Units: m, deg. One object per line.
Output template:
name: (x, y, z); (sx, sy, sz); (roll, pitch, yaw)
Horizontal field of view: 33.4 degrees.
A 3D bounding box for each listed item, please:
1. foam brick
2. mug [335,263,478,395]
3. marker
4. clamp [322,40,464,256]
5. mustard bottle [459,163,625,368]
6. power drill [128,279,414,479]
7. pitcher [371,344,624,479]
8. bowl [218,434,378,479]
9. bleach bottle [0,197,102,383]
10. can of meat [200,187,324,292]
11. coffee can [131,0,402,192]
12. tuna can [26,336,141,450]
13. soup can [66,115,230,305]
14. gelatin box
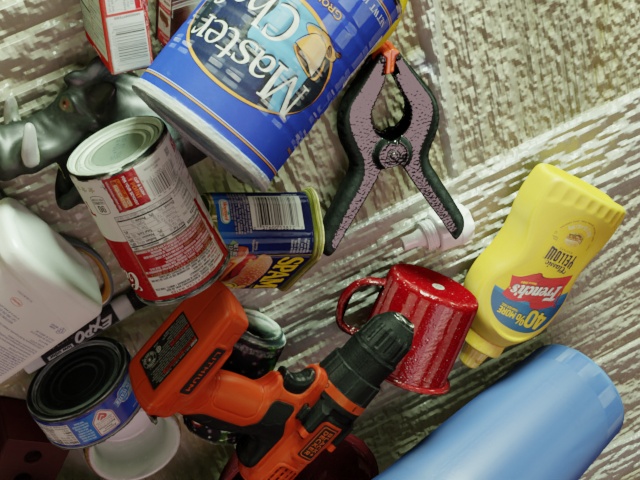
foam brick: (-0.235, 0.170, 0.826); (0.052, 0.051, 0.078); (15, 111, -33)
mug: (0.071, 0.067, 0.897); (0.117, 0.093, 0.081); (21, 105, -5)
marker: (-0.173, 0.063, 0.812); (0.121, 0.020, 0.020); (-30, 128, -6)
clamp: (0.044, -0.064, 0.823); (0.120, 0.039, 0.171); (-18, 114, -10)
mustard bottle: (0.179, 0.032, 0.939); (0.096, 0.058, 0.192); (20, 109, -33)
power drill: (-0.035, 0.100, 0.804); (0.184, 0.057, 0.187); (-49, 131, 7)
pitcher: (0.159, 0.207, 0.968); (0.242, 0.149, 0.145); (-35, 112, -28)
bowl: (-0.031, 0.217, 0.952); (0.162, 0.055, 0.162); (-12, 124, -19)
bleach bottle: (-0.277, 0.080, 0.733); (0.251, 0.068, 0.102); (-35, 133, 8)
can of meat: (-0.055, 0.001, 0.786); (0.083, 0.057, 0.102); (-1, 159, -23)
coffee can: (-0.032, -0.115, 0.653); (0.140, 0.103, 0.102); (-52, 128, -4)
tuna can: (-0.175, 0.113, 0.799); (0.086, 0.086, 0.033); (-30, 126, -7)
soup can: (-0.107, -0.019, 0.673); (0.068, 0.069, 0.102); (-28, 122, -8)
gelatin box: (-0.131, -0.158, 0.663); (0.030, 0.073, 0.089); (-15, 123, -19)
